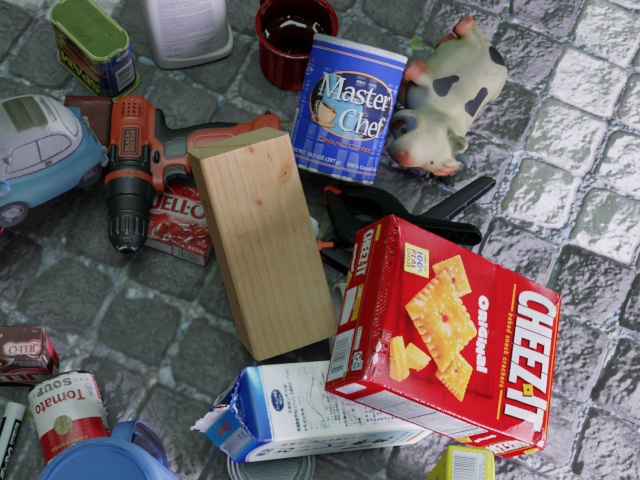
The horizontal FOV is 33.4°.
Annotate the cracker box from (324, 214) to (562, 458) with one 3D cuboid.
[{"bbox_3d":[0.122,0.093,1.004,0.213,0.072,0.164,24,64,-23],"label":"cracker box"}]

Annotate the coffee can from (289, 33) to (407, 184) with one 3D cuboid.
[{"bbox_3d":[0.026,-0.140,1.142,0.103,0.102,0.140,15,98,3],"label":"coffee can"}]

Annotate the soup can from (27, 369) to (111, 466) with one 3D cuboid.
[{"bbox_3d":[-0.238,0.185,1.032,0.068,0.068,0.102,-17,68,-11],"label":"soup can"}]

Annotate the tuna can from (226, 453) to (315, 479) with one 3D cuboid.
[{"bbox_3d":[-0.049,0.219,1.047,0.086,0.034,0.086,1,66,-3],"label":"tuna can"}]

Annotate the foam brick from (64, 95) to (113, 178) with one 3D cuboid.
[{"bbox_3d":[-0.254,-0.113,1.172,0.051,0.053,0.078,1,65,-4],"label":"foam brick"}]

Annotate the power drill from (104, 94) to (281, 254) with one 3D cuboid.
[{"bbox_3d":[-0.133,-0.071,1.126,0.187,0.057,0.184,0,64,-7],"label":"power drill"}]

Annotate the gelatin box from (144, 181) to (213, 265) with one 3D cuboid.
[{"bbox_3d":[-0.152,-0.022,1.150,0.089,0.030,0.073,19,65,4],"label":"gelatin box"}]

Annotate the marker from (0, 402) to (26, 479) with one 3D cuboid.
[{"bbox_3d":[-0.314,0.218,1.039,0.020,0.020,0.121,12,66,1],"label":"marker"}]

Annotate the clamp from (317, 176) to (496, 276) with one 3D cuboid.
[{"bbox_3d":[0.102,0.016,1.145,0.210,0.036,0.164,-7,66,-5],"label":"clamp"}]

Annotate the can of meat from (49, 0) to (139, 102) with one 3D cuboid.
[{"bbox_3d":[-0.255,-0.217,1.201,0.102,0.084,0.057,43,70,14],"label":"can of meat"}]

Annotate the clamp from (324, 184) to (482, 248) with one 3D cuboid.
[{"bbox_3d":[0.081,-0.013,1.116,0.120,0.039,0.172,-31,59,-31],"label":"clamp"}]

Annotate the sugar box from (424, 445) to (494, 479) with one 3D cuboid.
[{"bbox_3d":[0.117,0.251,0.965,0.048,0.176,0.093,9,65,-2],"label":"sugar box"}]

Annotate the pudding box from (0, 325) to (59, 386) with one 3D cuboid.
[{"bbox_3d":[-0.319,0.114,1.046,0.113,0.090,0.039,3,64,-2],"label":"pudding box"}]

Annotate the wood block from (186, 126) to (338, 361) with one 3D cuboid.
[{"bbox_3d":[-0.057,0.002,1.057,0.090,0.091,0.206,-18,104,-12],"label":"wood block"}]

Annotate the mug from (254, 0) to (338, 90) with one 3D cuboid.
[{"bbox_3d":[-0.036,-0.234,1.223,0.093,0.081,0.117,-32,72,-16],"label":"mug"}]

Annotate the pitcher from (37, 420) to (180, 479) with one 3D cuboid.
[{"bbox_3d":[-0.161,0.241,0.915,0.149,0.243,0.145,36,72,20],"label":"pitcher"}]

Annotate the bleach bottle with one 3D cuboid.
[{"bbox_3d":[-0.146,-0.283,1.145,0.102,0.251,0.068,-16,68,-11],"label":"bleach bottle"}]
